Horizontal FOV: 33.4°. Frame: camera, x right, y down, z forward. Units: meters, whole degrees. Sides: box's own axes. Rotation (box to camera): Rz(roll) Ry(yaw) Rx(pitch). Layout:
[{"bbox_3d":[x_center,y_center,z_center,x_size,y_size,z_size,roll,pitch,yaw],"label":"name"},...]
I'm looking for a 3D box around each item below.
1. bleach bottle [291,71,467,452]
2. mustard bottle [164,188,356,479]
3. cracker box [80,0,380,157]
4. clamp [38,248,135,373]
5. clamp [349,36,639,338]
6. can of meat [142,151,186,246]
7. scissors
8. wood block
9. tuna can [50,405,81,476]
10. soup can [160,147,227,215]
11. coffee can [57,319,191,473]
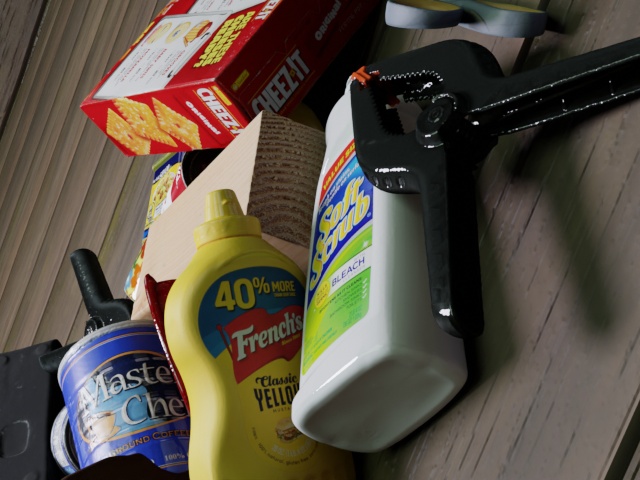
[{"bbox_3d":[0.029,-0.007,0.642,0.103,0.068,0.251,-46,32,38],"label":"bleach bottle"},{"bbox_3d":[-0.042,0.062,0.630,0.058,0.096,0.191,-30,68,54],"label":"mustard bottle"},{"bbox_3d":[-0.075,-0.148,0.844,0.214,0.072,0.164,2,51,52],"label":"cracker box"},{"bbox_3d":[-0.191,0.073,0.945,0.172,0.039,0.120,9,93,45],"label":"clamp"},{"bbox_3d":[0.079,-0.062,0.550,0.164,0.036,0.210,-48,34,8],"label":"clamp"},{"bbox_3d":[-0.126,-0.036,1.002,0.102,0.057,0.084,-27,51,58],"label":"can of meat"},{"bbox_3d":[0.061,-0.142,0.647,0.202,0.096,0.016,-143,54,-62],"label":"scissors"},{"bbox_3d":[-0.055,0.001,0.781,0.206,0.090,0.091,-37,41,53],"label":"wood block"},{"bbox_3d":[-0.196,0.178,0.961,0.034,0.086,0.086,-29,48,55],"label":"tuna can"},{"bbox_3d":[-0.093,-0.037,0.897,0.102,0.068,0.068,130,150,-62],"label":"soup can"},{"bbox_3d":[-0.129,0.143,0.783,0.103,0.102,0.140,-55,43,32],"label":"coffee can"}]
